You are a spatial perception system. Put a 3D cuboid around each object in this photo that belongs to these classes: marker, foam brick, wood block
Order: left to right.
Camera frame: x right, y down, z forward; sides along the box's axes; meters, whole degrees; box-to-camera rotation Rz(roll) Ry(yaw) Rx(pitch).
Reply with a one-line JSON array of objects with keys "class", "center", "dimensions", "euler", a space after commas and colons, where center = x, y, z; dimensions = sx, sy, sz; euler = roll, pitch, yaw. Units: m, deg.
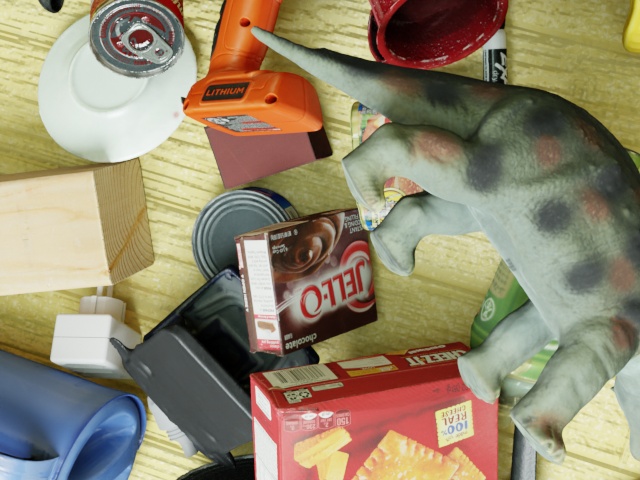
[{"class": "wood block", "center": [-0.250, -0.006, 0.854], "dimensions": [0.206, 0.090, 0.090], "euler": [-6, 98, 14]}, {"class": "foam brick", "center": [-0.039, -0.076, 0.811], "dimensions": [0.078, 0.053, 0.051], "euler": [-17, 94, 15]}, {"class": "marker", "center": [0.128, -0.121, 0.780], "dimensions": [0.020, 0.020, 0.121], "euler": [-1, 98, 14]}]

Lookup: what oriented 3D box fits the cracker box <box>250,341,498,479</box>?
[{"class": "cracker box", "center": [0.041, 0.191, 0.759], "dimensions": [0.164, 0.072, 0.214], "euler": [-7, 105, -18]}]

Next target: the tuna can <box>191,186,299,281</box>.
[{"class": "tuna can", "center": [-0.055, 0.001, 0.837], "dimensions": [0.086, 0.033, 0.086], "euler": [2, 99, 13]}]

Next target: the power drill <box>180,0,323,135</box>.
[{"class": "power drill", "center": [-0.021, -0.169, 0.733], "dimensions": [0.185, 0.057, 0.187], "euler": [0, 76, 46]}]

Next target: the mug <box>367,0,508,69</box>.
[{"class": "mug", "center": [0.067, -0.173, 0.748], "dimensions": [0.117, 0.093, 0.081], "euler": [-53, 45, 47]}]

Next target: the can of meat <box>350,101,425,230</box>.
[{"class": "can of meat", "center": [0.070, -0.058, 0.786], "dimensions": [0.084, 0.057, 0.102], "euler": [-2, 98, 17]}]

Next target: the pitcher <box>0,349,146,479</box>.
[{"class": "pitcher", "center": [-0.276, 0.145, 0.850], "dimensions": [0.243, 0.144, 0.149], "euler": [18, 134, 18]}]

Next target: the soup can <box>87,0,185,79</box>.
[{"class": "soup can", "center": [-0.134, -0.176, 0.784], "dimensions": [0.068, 0.102, 0.068], "euler": [-4, 136, -4]}]

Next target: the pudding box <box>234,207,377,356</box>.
[{"class": "pudding box", "center": [-0.008, 0.028, 0.790], "dimensions": [0.039, 0.113, 0.090], "euler": [-2, 100, 44]}]
